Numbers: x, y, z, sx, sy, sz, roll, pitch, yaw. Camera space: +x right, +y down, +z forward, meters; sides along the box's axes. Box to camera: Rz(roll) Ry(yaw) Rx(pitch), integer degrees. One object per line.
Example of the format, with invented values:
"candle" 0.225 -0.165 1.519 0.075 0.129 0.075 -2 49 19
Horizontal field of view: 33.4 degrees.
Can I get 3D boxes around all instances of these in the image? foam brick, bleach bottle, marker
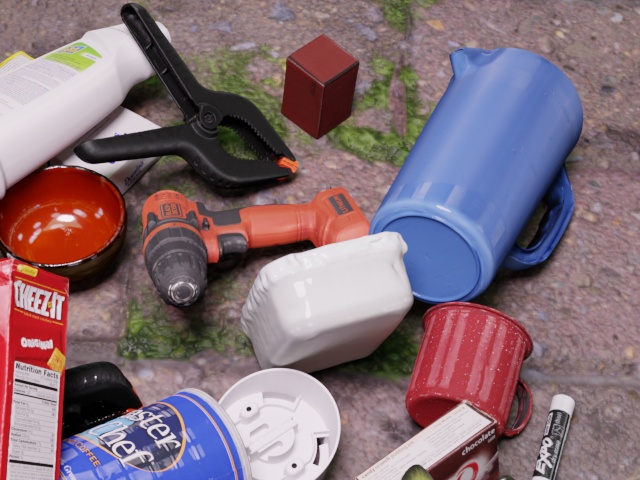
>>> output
"foam brick" -0.001 -0.150 1.044 0.053 0.078 0.051 40 59 20
"bleach bottle" -0.227 -0.131 0.954 0.103 0.068 0.250 26 48 31
"marker" 0.181 0.177 0.849 0.020 0.020 0.121 19 54 9

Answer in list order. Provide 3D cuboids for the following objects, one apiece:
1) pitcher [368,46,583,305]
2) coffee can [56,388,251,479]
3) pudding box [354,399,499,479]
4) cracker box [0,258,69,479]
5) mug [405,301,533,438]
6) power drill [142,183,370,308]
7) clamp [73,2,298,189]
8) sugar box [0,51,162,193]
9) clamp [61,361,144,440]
"pitcher" 0.141 -0.048 0.930 0.149 0.145 0.242 20 44 16
"coffee can" -0.133 0.174 0.746 0.140 0.103 0.103 -18 55 -38
"pudding box" 0.081 0.184 0.787 0.113 0.090 0.039 -32 43 -26
"cracker box" -0.250 0.126 0.669 0.164 0.072 0.213 -6 73 18
"mug" 0.125 0.115 0.857 0.117 0.093 0.081 37 55 -23
"power drill" -0.056 0.001 0.898 0.187 0.057 0.184 -2 24 -12
"clamp" -0.112 -0.115 0.967 0.209 0.036 0.164 19 64 -29
"sugar box" -0.246 -0.106 1.008 0.176 0.048 0.093 31 54 14
"clamp" -0.209 0.127 0.796 0.120 0.171 0.039 -37 61 19
